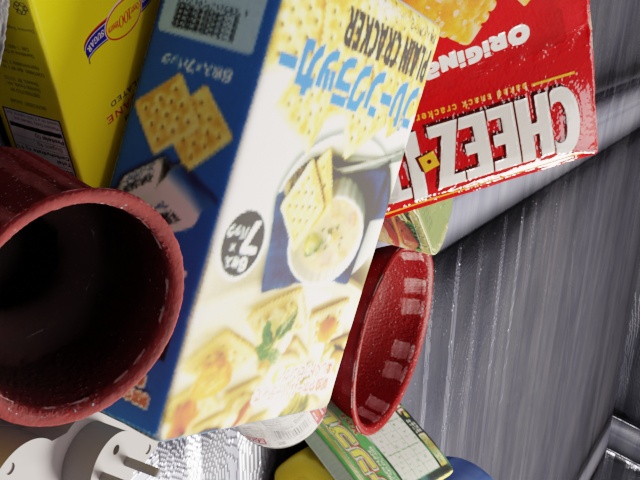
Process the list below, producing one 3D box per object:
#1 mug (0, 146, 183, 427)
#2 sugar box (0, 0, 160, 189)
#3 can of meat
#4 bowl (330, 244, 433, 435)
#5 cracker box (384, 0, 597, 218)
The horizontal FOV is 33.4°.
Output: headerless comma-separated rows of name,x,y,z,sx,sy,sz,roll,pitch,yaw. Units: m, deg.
mug,-0.121,0.009,0.403,0.117,0.082,0.093,24,92,-47
sugar box,-0.096,-0.062,0.481,0.093,0.048,0.176,-55,148,-38
can of meat,0.045,-0.036,0.771,0.057,0.084,0.102,-67,156,-20
bowl,0.036,0.070,0.848,0.161,0.055,0.162,-45,142,-51
cracker box,0.073,-0.132,0.634,0.072,0.164,0.214,-116,-169,-59
